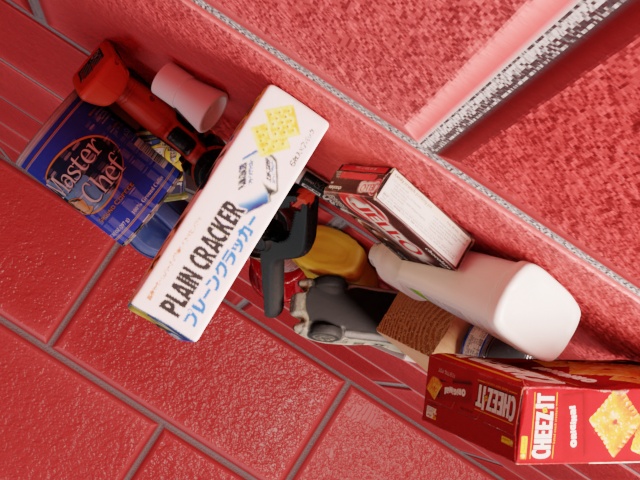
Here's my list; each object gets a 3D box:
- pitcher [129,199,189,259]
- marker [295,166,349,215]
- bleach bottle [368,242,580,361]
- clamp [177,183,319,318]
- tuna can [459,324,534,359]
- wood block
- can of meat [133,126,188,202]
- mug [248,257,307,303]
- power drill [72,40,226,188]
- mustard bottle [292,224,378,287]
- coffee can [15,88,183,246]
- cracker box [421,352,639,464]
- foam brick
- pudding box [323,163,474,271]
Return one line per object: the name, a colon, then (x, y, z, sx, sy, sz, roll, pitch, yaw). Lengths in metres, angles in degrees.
pitcher: (-0.248, -0.036, 1.610, 0.145, 0.149, 0.243, 24, 177, -18)
marker: (0.021, -0.041, 1.071, 0.121, 0.020, 0.020, 32, 171, 3)
bleach bottle: (0.123, 0.038, 1.010, 0.102, 0.068, 0.251, 36, 172, -34)
clamp: (-0.058, 0.001, 1.199, 0.164, 0.036, 0.210, 49, 139, -10)
tuna can: (0.188, 0.117, 1.127, 0.034, 0.086, 0.086, 24, 167, 50)
wood block: (0.170, 0.124, 1.206, 0.091, 0.090, 0.205, 21, 166, 49)
can of meat: (-0.201, -0.087, 1.210, 0.101, 0.084, 0.058, -11, -161, -39)
mug: (-0.060, 0.024, 1.489, 0.081, 0.093, 0.117, 90, 158, -73)
power drill: (-0.157, -0.112, 1.070, 0.187, 0.057, 0.185, 41, -177, -27)
mustard bottle: (0.023, 0.039, 1.340, 0.096, 0.058, 0.191, 15, 166, 18)
coffee can: (-0.229, -0.076, 1.112, 0.140, 0.102, 0.103, 39, 169, -12)
cracker box: (0.222, 0.144, 0.937, 0.213, 0.072, 0.164, 5, -179, -22)
foam brick: (-0.224, -0.158, 1.167, 0.078, 0.053, 0.051, 22, 166, 49)
pudding box: (0.069, -0.022, 0.950, 0.113, 0.039, 0.090, 37, 169, -26)
